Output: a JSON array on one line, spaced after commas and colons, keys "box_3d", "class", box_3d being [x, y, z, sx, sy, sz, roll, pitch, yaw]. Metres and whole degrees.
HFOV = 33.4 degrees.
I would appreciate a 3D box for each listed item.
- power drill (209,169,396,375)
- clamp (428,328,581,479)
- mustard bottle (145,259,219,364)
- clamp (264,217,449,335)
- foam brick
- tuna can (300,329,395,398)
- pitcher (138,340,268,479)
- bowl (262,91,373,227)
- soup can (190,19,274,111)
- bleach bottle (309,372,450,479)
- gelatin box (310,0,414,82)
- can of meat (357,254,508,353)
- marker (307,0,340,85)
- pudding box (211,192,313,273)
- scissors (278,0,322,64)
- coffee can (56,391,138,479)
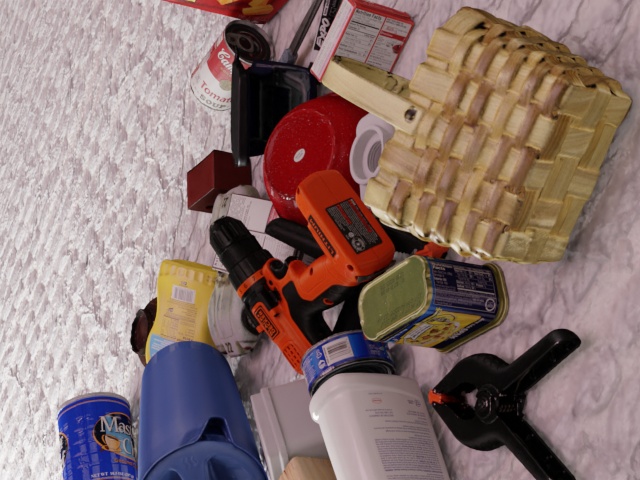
[{"box_3d": [-0.022, 0.016, 1.003, 0.184, 0.057, 0.188, 53, 141, 12], "class": "power drill"}, {"box_3d": [0.146, 0.139, 0.844, 0.172, 0.039, 0.120, -26, 56, 60], "class": "clamp"}, {"box_3d": [-0.167, 0.124, 1.314, 0.096, 0.058, 0.192, 13, 95, 22], "class": "mustard bottle"}, {"box_3d": [0.041, 0.042, 1.018, 0.210, 0.036, 0.164, -12, 98, 46], "class": "clamp"}, {"box_3d": [-0.126, -0.071, 1.322, 0.078, 0.052, 0.051, -32, 55, 52], "class": "foam brick"}, {"box_3d": [0.026, 0.120, 0.995, 0.086, 0.086, 0.034, -51, 44, 39], "class": "tuna can"}, {"box_3d": [-0.140, 0.220, 1.164, 0.149, 0.145, 0.243, -35, 25, 5], "class": "pitcher"}, {"box_3d": [-0.005, -0.082, 1.083, 0.162, 0.055, 0.162, -11, 72, 37], "class": "bowl"}, {"box_3d": [-0.111, -0.215, 1.321, 0.102, 0.068, 0.068, -42, 48, 46], "class": "soup can"}, {"box_3d": [0.068, 0.231, 0.882, 0.068, 0.102, 0.251, -57, 37, 41], "class": "bleach bottle"}, {"box_3d": [0.042, -0.194, 1.066, 0.089, 0.073, 0.030, -64, 35, 25], "class": "gelatin box"}, {"box_3d": [0.093, 0.054, 0.908, 0.102, 0.083, 0.057, -38, 51, 48], "class": "can of meat"}, {"box_3d": [0.004, -0.229, 1.187, 0.020, 0.020, 0.121, 27, 105, 57], "class": "marker"}, {"box_3d": [-0.058, 0.001, 1.163, 0.114, 0.039, 0.090, 12, 86, 38], "class": "pudding box"}, {"box_3d": [-0.037, -0.191, 1.233, 0.202, 0.016, 0.096, -41, 53, 52], "class": "scissors"}, {"box_3d": [-0.305, 0.293, 1.463, 0.103, 0.102, 0.140, -50, 43, 40], "class": "coffee can"}]
